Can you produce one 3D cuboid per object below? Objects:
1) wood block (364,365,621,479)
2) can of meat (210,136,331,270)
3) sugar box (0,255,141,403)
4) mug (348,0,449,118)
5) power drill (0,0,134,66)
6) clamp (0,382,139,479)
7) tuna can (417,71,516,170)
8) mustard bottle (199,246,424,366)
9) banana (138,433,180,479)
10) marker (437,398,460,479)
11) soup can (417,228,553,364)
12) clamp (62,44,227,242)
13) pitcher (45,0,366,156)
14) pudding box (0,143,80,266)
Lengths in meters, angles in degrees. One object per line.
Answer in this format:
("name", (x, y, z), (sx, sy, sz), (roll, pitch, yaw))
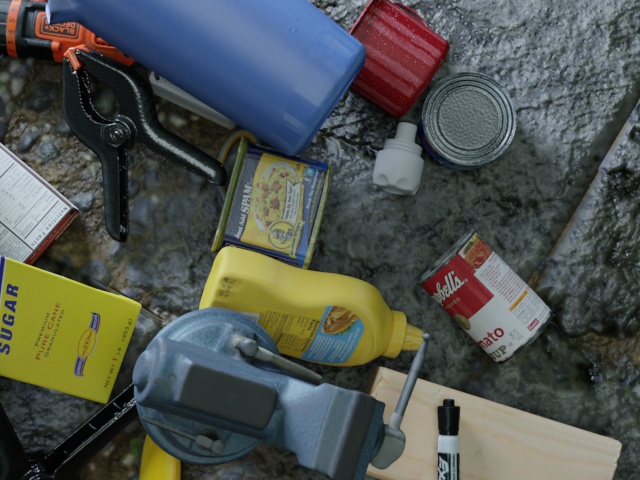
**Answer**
("wood block", (0.134, 0.179, 0.907), (0.206, 0.091, 0.090), (18, 84, -1))
("can of meat", (-0.041, -0.029, 0.919), (0.084, 0.057, 0.102), (15, 83, -5))
("sugar box", (-0.241, 0.067, 0.872), (0.176, 0.048, 0.093), (24, 81, -40))
("mug", (0.064, -0.169, 0.948), (0.081, 0.093, 0.117), (34, 47, -4))
("power drill", (-0.244, -0.252, 0.947), (0.184, 0.057, 0.187), (8, 87, -7))
("clamp", (-0.225, 0.190, 0.885), (0.164, 0.036, 0.210), (3, 111, -31))
("tuna can", (0.131, -0.107, 0.965), (0.086, 0.034, 0.086), (0, 84, -4))
("mustard bottle", (-0.004, 0.065, 0.908), (0.191, 0.096, 0.058), (14, 45, -11))
("banana", (-0.165, 0.250, 0.909), (0.069, 0.037, 0.198), (33, 83, 0))
("marker", (0.102, 0.187, 0.848), (0.020, 0.020, 0.121), (1, 85, -4))
("soup can", (0.144, 0.049, 0.932), (0.068, 0.068, 0.102), (-44, 89, -7))
("clamp", (-0.175, -0.084, 0.922), (0.120, 0.039, 0.171), (-38, 94, 9))
("pitcher", (-0.082, -0.185, 0.856), (0.243, 0.145, 0.149), (35, 109, -3))
("pudding box", (-0.281, -0.029, 0.930), (0.113, 0.039, 0.090), (41, 83, 0))
